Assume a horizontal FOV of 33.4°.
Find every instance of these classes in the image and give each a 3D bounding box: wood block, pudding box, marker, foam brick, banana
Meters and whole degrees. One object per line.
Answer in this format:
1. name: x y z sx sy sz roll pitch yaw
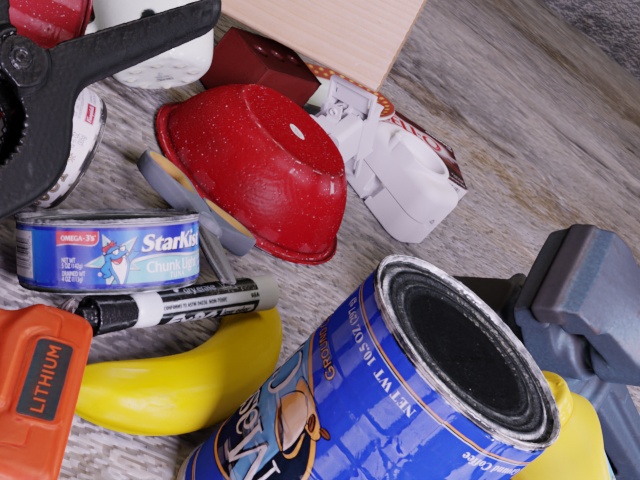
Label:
1. wood block: -0.025 -0.204 0.840 0.206 0.091 0.090 28 12 1
2. pudding box: 0.078 -0.082 0.994 0.113 0.039 0.090 33 25 -22
3. marker: -0.068 0.031 0.519 0.120 0.020 0.020 -5 52 -48
4. foam brick: -0.049 -0.129 0.852 0.053 0.051 0.078 53 25 23
5. banana: -0.061 0.058 0.527 0.070 0.037 0.197 50 24 14

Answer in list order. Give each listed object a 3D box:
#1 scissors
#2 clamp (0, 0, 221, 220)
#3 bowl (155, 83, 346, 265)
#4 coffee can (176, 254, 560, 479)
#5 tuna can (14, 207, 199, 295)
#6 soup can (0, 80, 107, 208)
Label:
1. scissors: -0.054 0.001 0.598 0.096 0.016 0.202 38 5 -35
2. clamp: -0.148 -0.090 0.480 0.164 0.036 0.209 44 61 -28
3. bowl: -0.035 -0.059 0.751 0.162 0.055 0.162 35 24 -19
4. coffee can: 0.018 0.090 0.466 0.102 0.140 0.103 35 24 -19
5. tuna can: -0.100 0.004 0.502 0.086 0.034 0.086 0 5 0
6. soup can: -0.167 -0.066 0.532 0.102 0.069 0.068 29 27 -32
